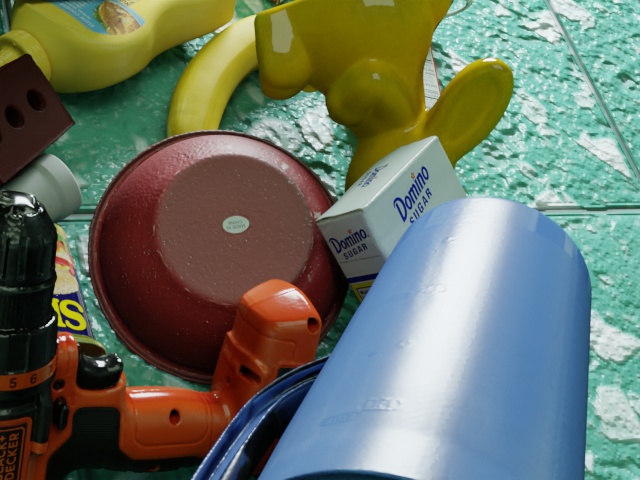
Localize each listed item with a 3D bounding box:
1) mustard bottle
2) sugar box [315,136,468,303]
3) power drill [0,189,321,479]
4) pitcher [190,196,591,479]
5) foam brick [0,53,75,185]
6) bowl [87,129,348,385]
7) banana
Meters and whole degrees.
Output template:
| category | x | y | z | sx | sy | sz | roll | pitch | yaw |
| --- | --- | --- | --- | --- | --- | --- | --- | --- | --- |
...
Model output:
| category | x | y | z | sx | sy | sz | roll | pitch | yaw |
| --- | --- | --- | --- | --- | --- | --- | --- | --- | --- |
| mustard bottle | -0.150 | -0.148 | 0.724 | 0.096 | 0.058 | 0.191 | 32 | 47 | 19 |
| sugar box | 0.073 | 0.036 | 0.650 | 0.093 | 0.048 | 0.176 | -43 | 109 | -42 |
| power drill | -0.094 | 0.062 | 0.527 | 0.187 | 0.184 | 0.057 | -1 | 27 | -32 |
| pitcher | 0.047 | 0.079 | 0.479 | 0.149 | 0.145 | 0.242 | 33 | 34 | -2 |
| foam brick | -0.195 | -0.065 | 0.627 | 0.053 | 0.051 | 0.078 | 60 | 36 | -21 |
| bowl | -0.054 | 0.001 | 0.625 | 0.162 | 0.055 | 0.162 | 4 | 72 | -12 |
| banana | -0.059 | -0.116 | 0.759 | 0.069 | 0.037 | 0.197 | 38 | 48 | 6 |
